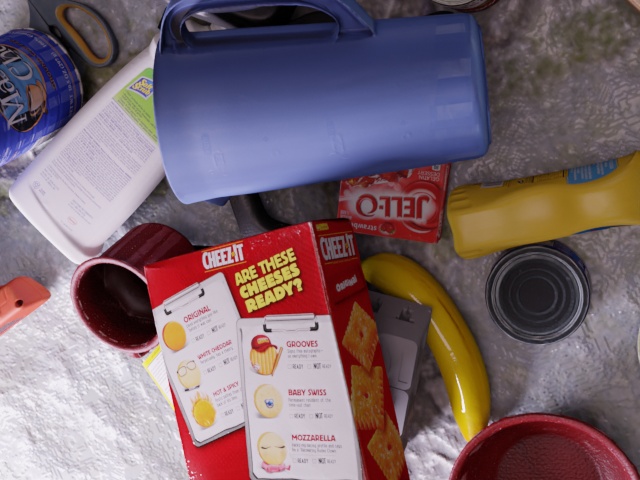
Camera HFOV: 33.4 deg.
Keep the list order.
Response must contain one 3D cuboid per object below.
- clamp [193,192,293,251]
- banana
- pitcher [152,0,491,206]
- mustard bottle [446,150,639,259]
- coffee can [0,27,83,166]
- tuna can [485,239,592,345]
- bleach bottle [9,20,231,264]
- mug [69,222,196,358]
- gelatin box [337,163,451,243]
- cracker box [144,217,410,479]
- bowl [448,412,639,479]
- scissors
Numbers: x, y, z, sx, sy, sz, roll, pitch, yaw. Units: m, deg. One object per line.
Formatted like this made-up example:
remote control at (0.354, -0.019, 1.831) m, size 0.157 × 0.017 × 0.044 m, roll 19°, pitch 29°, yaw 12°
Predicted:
clamp at (-0.056, 0.001, 0.932) m, size 0.210 × 0.036 × 0.165 m, roll 32°, pitch 117°, yaw 8°
banana at (0.096, 0.081, 0.910) m, size 0.198 × 0.037 × 0.070 m, roll 54°, pitch 138°, yaw 4°
pitcher at (0.001, -0.112, 0.798) m, size 0.243 × 0.149 × 0.145 m, roll -6°, pitch 82°, yaw 8°
mustard bottle at (0.199, -0.031, 0.827) m, size 0.192 × 0.096 × 0.058 m, roll -11°, pitch 96°, yaw 17°
coffee can at (-0.286, -0.115, 0.914) m, size 0.103 × 0.140 × 0.103 m, roll 12°, pitch 120°, yaw 22°
tuna can at (0.179, 0.042, 0.878) m, size 0.086 × 0.033 × 0.086 m, roll 3°, pitch 100°, yaw 15°
bleach bottle at (-0.154, -0.097, 0.934) m, size 0.251 × 0.068 × 0.102 m, roll -42°, pitch 100°, yaw 14°
mug at (-0.153, 0.047, 0.923) m, size 0.093 × 0.081 × 0.117 m, roll 11°, pitch 121°, yaw 19°
gelatin box at (0.062, -0.040, 0.899) m, size 0.089 × 0.030 × 0.073 m, roll 9°, pitch 102°, yaw 14°
cracker box at (-0.034, 0.104, 0.828) m, size 0.164 × 0.072 × 0.214 m, roll -14°, pitch 86°, yaw 30°
bowl at (0.190, 0.213, 0.894) m, size 0.162 × 0.055 × 0.162 m, roll 3°, pitch 100°, yaw 15°
scissors at (-0.270, -0.215, 0.970) m, size 0.202 × 0.016 × 0.096 m, roll 40°, pitch 108°, yaw 6°
